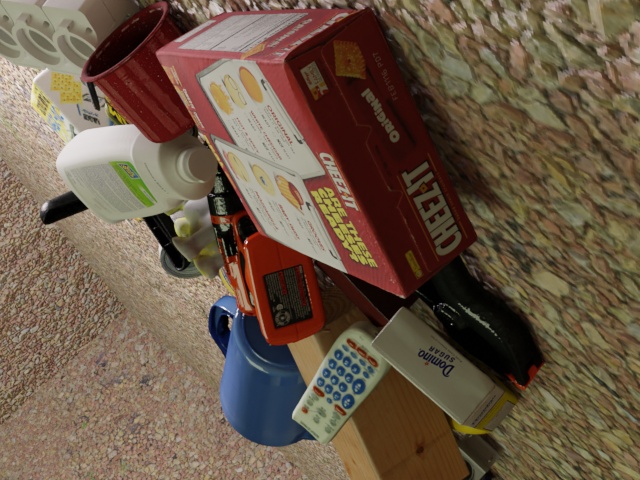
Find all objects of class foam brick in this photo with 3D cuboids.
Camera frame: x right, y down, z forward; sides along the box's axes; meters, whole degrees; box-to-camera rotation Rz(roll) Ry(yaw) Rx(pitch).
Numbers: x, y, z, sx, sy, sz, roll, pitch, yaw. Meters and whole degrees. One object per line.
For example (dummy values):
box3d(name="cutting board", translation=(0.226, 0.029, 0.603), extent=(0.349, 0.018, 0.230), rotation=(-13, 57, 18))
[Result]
box3d(name="foam brick", translation=(0.043, 0.025, 0.875), extent=(0.078, 0.053, 0.051), rotation=(46, 167, -2))

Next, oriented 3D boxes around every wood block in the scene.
box3d(name="wood block", translation=(0.050, 0.148, 1.018), extent=(0.090, 0.090, 0.206), rotation=(12, 128, 66))

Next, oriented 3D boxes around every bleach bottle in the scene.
box3d(name="bleach bottle", translation=(-0.161, -0.062, 0.999), extent=(0.102, 0.068, 0.251), rotation=(48, 158, -25))

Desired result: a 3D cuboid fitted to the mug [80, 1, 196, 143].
box3d(name="mug", translation=(-0.139, -0.138, 0.886), extent=(0.081, 0.093, 0.117), rotation=(48, 175, -29))

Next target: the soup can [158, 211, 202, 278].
box3d(name="soup can", translation=(-0.158, -0.013, 1.243), extent=(0.102, 0.068, 0.068), rotation=(-105, -12, -46))

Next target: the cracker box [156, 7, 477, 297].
box3d(name="cracker box", translation=(-0.008, -0.067, 0.699), extent=(0.214, 0.072, 0.164), rotation=(20, 143, 61))

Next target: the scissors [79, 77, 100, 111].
box3d(name="scissors", translation=(-0.255, -0.190, 1.119), extent=(0.096, 0.016, 0.202), rotation=(60, 179, -18))

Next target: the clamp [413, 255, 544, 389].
box3d(name="clamp", translation=(0.095, 0.042, 0.793), extent=(0.171, 0.039, 0.120), rotation=(51, 167, -18))

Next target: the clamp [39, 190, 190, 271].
box3d(name="clamp", translation=(-0.203, -0.054, 1.188), extent=(0.164, 0.210, 0.036), rotation=(25, 127, -9))

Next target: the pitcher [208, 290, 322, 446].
box3d(name="pitcher", translation=(-0.052, 0.126, 1.170), extent=(0.149, 0.145, 0.243), rotation=(2, 155, -4))

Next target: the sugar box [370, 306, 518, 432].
box3d(name="sugar box", translation=(0.104, 0.107, 0.854), extent=(0.093, 0.048, 0.176), rotation=(40, 179, 19))

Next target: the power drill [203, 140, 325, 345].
box3d(name="power drill", translation=(-0.056, 0.001, 0.957), extent=(0.188, 0.057, 0.184), rotation=(-135, 29, -68))
